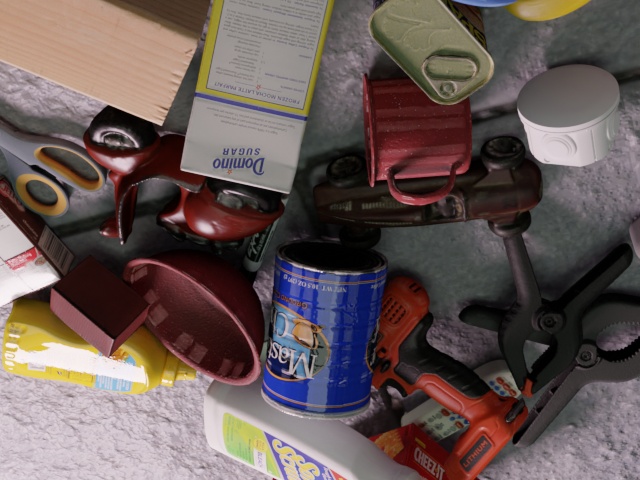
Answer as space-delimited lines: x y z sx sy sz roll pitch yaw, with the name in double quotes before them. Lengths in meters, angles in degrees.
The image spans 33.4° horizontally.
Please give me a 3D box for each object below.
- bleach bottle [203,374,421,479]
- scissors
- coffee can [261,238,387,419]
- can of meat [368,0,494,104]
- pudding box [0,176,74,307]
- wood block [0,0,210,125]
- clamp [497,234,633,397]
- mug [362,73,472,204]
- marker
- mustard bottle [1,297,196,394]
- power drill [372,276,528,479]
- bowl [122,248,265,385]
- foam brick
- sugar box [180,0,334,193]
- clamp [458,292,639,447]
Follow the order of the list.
"bleach bottle" 0.005 0.212 1.054 0.251 0.068 0.102 22 134 22
"scissors" -0.290 -0.083 0.950 0.201 0.016 0.096 25 126 -16
"coffee can" 0.003 0.079 0.978 0.103 0.103 0.140 6 105 -2
"can of meat" 0.084 -0.167 0.816 0.058 0.084 0.102 -35 119 27
"pudding box" -0.304 0.004 1.007 0.090 0.039 0.113 -22 123 20
"wood block" -0.197 -0.182 0.818 0.206 0.090 0.091 22 128 -14
"clamp" 0.204 0.061 0.998 0.120 0.039 0.171 22 105 2
"mug" 0.079 -0.083 0.869 0.081 0.117 0.093 -4 151 0
"marker" -0.057 0.001 1.002 0.020 0.020 0.121 16 128 -10
"mustard bottle" -0.219 0.113 1.076 0.191 0.058 0.096 12 136 -7
"power drill" 0.091 0.153 1.039 0.188 0.057 0.185 41 121 10
"bowl" -0.107 0.061 1.004 0.162 0.055 0.162 27 146 20
"foam brick" -0.211 0.063 1.015 0.078 0.051 0.053 39 149 4
"sugar box" -0.049 -0.133 0.843 0.093 0.048 0.176 13 110 -6
"clamp" 0.248 0.099 1.043 0.210 0.036 0.164 -28 107 15
